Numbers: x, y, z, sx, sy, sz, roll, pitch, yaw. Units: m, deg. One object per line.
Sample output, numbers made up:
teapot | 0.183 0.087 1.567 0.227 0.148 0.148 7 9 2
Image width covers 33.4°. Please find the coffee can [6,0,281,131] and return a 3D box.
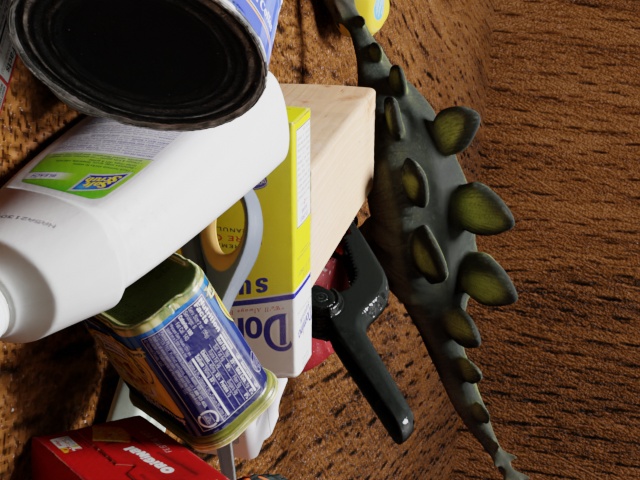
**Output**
coffee can | -0.061 -0.132 0.445 0.103 0.103 0.140 71 25 -59

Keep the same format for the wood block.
wood block | -0.023 -0.049 0.807 0.206 0.090 0.091 -57 150 -63

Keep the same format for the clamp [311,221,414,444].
clamp | 0.008 0.060 0.790 0.209 0.164 0.036 -63 165 -46

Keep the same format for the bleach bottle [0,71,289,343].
bleach bottle | -0.105 -0.020 0.509 0.250 0.103 0.068 -50 135 -57

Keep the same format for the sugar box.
sugar box | -0.054 0.001 0.690 0.048 0.093 0.176 -50 142 -65

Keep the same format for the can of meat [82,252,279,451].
can of meat | -0.081 0.050 0.557 0.057 0.102 0.084 -42 123 -21

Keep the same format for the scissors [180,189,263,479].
scissors | -0.052 0.050 0.619 0.016 0.096 0.202 4 59 -51
